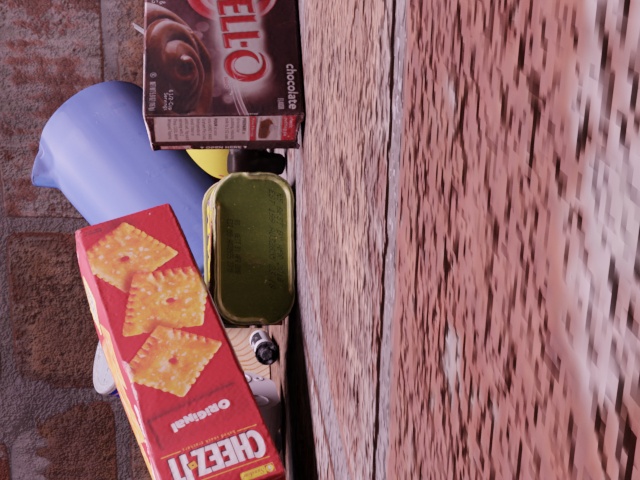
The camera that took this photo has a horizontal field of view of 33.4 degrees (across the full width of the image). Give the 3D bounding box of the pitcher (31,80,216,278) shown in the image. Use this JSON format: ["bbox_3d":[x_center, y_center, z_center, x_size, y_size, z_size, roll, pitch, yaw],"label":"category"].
[{"bbox_3d":[-0.152,-0.041,1.042,0.243,0.144,0.149,47,108,28],"label":"pitcher"}]

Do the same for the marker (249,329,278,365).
[{"bbox_3d":[-0.048,0.089,0.899,0.121,0.020,0.020,180,89,-84],"label":"marker"}]

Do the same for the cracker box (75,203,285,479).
[{"bbox_3d":[-0.083,0.109,0.656,0.164,0.072,0.214,87,162,-47],"label":"cracker box"}]

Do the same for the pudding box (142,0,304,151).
[{"bbox_3d":[-0.058,-0.107,0.628,0.039,0.090,0.113,96,171,-60],"label":"pudding box"}]

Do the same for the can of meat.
[{"bbox_3d":[-0.047,0.007,0.702,0.084,0.057,0.102,165,104,-81],"label":"can of meat"}]
